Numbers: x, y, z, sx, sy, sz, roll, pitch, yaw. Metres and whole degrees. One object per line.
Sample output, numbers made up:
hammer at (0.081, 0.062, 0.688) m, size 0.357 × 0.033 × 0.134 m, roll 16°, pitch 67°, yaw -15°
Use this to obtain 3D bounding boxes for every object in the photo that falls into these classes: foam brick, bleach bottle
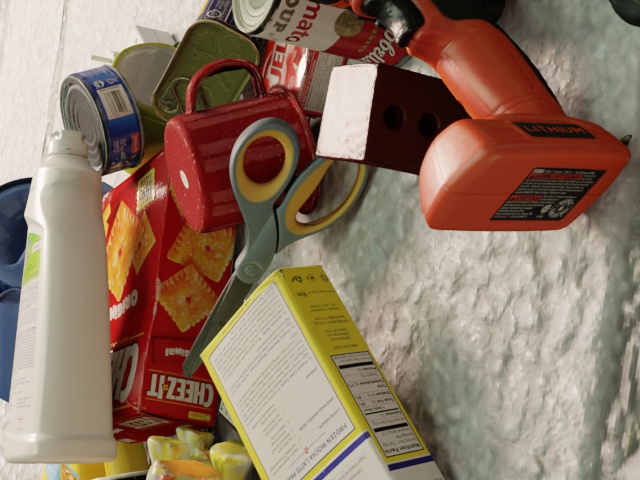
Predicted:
foam brick at (0.046, -0.064, 0.583) m, size 0.051 × 0.078 × 0.053 m, roll 15°, pitch 96°, yaw 62°
bleach bottle at (-0.191, 0.039, 0.797) m, size 0.103 × 0.068 × 0.251 m, roll -20°, pitch 67°, yaw 56°

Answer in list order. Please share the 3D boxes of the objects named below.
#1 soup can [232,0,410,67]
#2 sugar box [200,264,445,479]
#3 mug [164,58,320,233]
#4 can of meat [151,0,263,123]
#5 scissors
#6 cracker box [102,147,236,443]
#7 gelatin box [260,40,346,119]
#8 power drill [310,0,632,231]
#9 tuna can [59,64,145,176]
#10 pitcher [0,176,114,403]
soup can at (0.006, -0.147, 0.647) m, size 0.069 × 0.102 × 0.068 m, roll -22°, pitch 65°, yaw 57°
sugar box at (0.003, 0.110, 0.606) m, size 0.093 × 0.048 × 0.176 m, roll -49°, pitch 60°, yaw 35°
mug at (-0.057, -0.064, 0.721) m, size 0.093 × 0.081 × 0.117 m, roll -150°, pitch 47°, yaw -63°
can of meat at (-0.080, -0.144, 0.816) m, size 0.102 × 0.057 × 0.084 m, roll -53°, pitch 15°, yaw 40°
scissors at (-0.055, 0.001, 0.691) m, size 0.202 × 0.096 × 0.016 m, roll -44°, pitch 26°, yaw 15°
cracker box at (-0.137, 0.047, 0.862) m, size 0.164 × 0.072 × 0.213 m, roll -25°, pitch 55°, yaw 55°
gelatin box at (-0.010, -0.137, 0.745) m, size 0.073 × 0.030 × 0.089 m, roll 43°, pitch 120°, yaw 55°
power drill at (0.047, -0.091, 0.502) m, size 0.057 × 0.184 × 0.188 m, roll -54°, pitch 49°, yaw 40°
tuna can at (-0.175, -0.095, 0.852) m, size 0.086 × 0.033 × 0.086 m, roll 34°, pitch 135°, yaw 44°
pitcher at (-0.270, 0.055, 1.048) m, size 0.243 × 0.149 × 0.145 m, roll 114°, pitch 147°, yaw -49°
